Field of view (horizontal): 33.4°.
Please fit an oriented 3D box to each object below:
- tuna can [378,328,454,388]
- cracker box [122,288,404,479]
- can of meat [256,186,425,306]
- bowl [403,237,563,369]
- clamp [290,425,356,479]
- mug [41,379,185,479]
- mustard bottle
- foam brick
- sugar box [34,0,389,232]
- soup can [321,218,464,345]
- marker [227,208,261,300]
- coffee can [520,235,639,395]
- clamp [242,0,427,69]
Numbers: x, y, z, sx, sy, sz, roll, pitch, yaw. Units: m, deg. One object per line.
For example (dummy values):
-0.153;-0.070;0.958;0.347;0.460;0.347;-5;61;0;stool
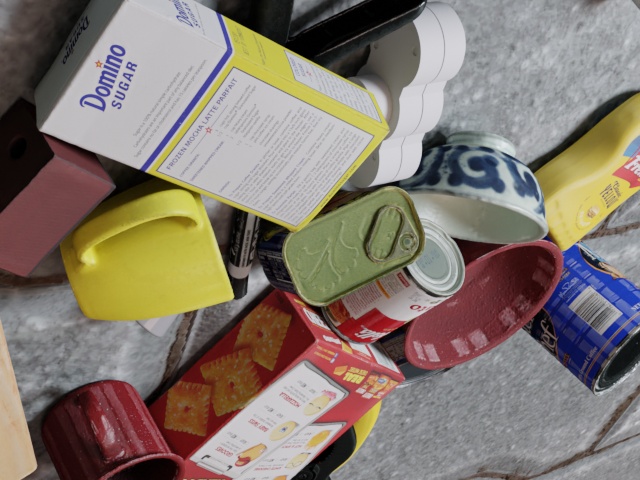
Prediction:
0.088;0.110;1.014;0.086;0.034;0.086;-15;157;-7;tuna can
-0.055;0.146;0.913;0.214;0.072;0.164;-42;147;12;cracker box
0.011;0.002;0.762;0.102;0.057;0.084;-25;-170;-16;can of meat
0.129;0.040;0.930;0.162;0.055;0.162;-22;145;-17;bowl
-0.032;0.221;1.042;0.164;0.036;0.210;1;132;-21;clamp
-0.163;0.155;0.808;0.093;0.081;0.117;-27;148;-15;mug
0.266;-0.076;0.940;0.192;0.058;0.096;-40;143;5;mustard bottle
-0.165;-0.028;0.593;0.078;0.053;0.051;-44;148;11;foam brick
-0.058;-0.073;0.595;0.176;0.048;0.093;24;121;-32;sugar box
0.056;0.033;0.841;0.068;0.068;0.102;-4;158;-41;soup can
-0.055;0.001;0.769;0.020;0.020;0.121;-18;144;-27;marker
0.241;0.061;1.005;0.102;0.140;0.103;-32;148;-23;coffee can
-0.016;-0.110;0.636;0.120;0.039;0.172;13;131;-34;clamp
